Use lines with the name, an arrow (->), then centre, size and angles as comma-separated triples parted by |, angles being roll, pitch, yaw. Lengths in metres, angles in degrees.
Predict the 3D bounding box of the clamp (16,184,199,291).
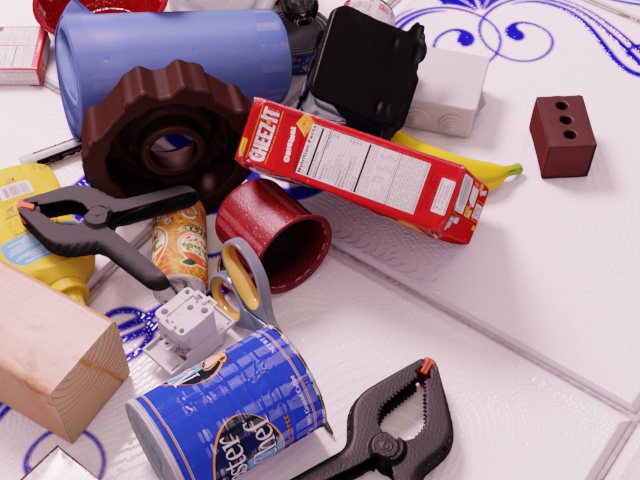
clamp -> -0.205, -0.006, 1.010 | 0.171, 0.039, 0.120 | 1, 46, 2

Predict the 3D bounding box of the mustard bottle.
mustard bottle -> -0.277, 0.007, 1.055 | 0.096, 0.058, 0.192 | -20, 53, -26

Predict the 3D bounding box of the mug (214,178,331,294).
mug -> -0.057, 0.001, 1.046 | 0.117, 0.093, 0.082 | -52, 56, 7

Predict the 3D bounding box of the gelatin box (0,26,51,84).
gelatin box -> -0.368, -0.217, 1.254 | 0.089, 0.030, 0.073 | -1, 53, 1

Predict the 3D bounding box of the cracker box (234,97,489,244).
cracker box -> 0.045, -0.064, 1.039 | 0.214, 0.164, 0.072 | 20, 92, 17

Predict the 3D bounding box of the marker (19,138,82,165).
marker -> -0.269, -0.103, 1.168 | 0.121, 0.020, 0.020 | -23, 54, -16

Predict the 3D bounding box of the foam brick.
foam brick -> 0.259, -0.112, 1.143 | 0.053, 0.051, 0.078 | -3, 51, -2

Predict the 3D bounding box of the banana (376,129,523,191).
banana -> 0.114, -0.091, 1.143 | 0.198, 0.037, 0.069 | 23, 27, 15

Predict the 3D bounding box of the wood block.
wood block -> -0.287, 0.084, 0.973 | 0.206, 0.091, 0.090 | 25, 56, 20

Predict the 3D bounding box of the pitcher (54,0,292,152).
pitcher -> -0.157, -0.175, 1.150 | 0.242, 0.149, 0.145 | -10, 45, -20

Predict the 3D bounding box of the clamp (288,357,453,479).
clamp -> 0.064, 0.193, 0.914 | 0.165, 0.036, 0.209 | 26, 56, 20

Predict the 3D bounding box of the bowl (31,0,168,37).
bowl -> -0.259, -0.270, 1.278 | 0.162, 0.055, 0.162 | -1, 51, 1

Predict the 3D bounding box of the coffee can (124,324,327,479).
coffee can -> -0.080, 0.149, 0.910 | 0.140, 0.103, 0.103 | -28, 56, -20

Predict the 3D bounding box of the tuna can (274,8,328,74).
tuna can -> -0.029, -0.235, 1.259 | 0.086, 0.034, 0.086 | -1, 51, 1

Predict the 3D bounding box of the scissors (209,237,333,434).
scissors -> -0.052, 0.095, 0.997 | 0.016, 0.096, 0.202 | -18, 82, -37

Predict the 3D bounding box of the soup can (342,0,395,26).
soup can -> 0.045, -0.226, 1.229 | 0.068, 0.068, 0.102 | 9, 52, 8
